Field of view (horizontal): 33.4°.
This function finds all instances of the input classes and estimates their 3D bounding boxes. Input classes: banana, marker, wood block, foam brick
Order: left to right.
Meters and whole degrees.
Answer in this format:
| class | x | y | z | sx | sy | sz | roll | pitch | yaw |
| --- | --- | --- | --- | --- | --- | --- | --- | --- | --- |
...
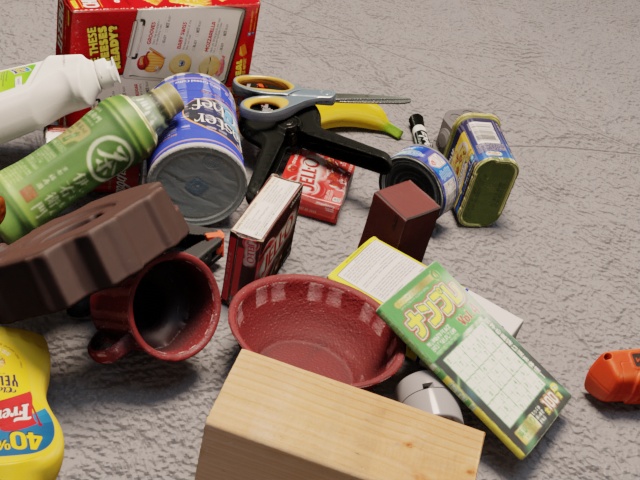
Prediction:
| class | x | y | z | sx | sy | sz | roll | pitch | yaw |
| --- | --- | --- | --- | --- | --- | --- | --- | --- | --- |
| banana | 0.005 | -0.142 | 1.278 | 0.197 | 0.037 | 0.070 | -12 | 45 | -28 |
| wood block | 0.014 | 0.175 | 0.844 | 0.206 | 0.091 | 0.090 | 18 | 38 | 6 |
| foam brick | 0.081 | -0.013 | 1.108 | 0.051 | 0.078 | 0.053 | -20 | 51 | -36 |
| marker | 0.124 | -0.117 | 1.297 | 0.020 | 0.020 | 0.121 | 5 | 39 | -10 |

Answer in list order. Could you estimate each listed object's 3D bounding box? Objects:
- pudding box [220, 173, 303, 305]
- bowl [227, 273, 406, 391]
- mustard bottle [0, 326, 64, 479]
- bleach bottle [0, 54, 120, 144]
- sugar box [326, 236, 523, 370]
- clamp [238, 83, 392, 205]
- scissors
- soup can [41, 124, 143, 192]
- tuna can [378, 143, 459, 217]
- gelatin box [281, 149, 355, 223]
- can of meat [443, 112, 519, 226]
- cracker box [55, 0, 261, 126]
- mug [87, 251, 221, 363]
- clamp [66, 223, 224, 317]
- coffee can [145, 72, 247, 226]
| class | x | y | z | sx | sy | sz | roll | pitch | yaw |
| --- | --- | --- | --- | --- | --- | --- | --- | --- | --- |
| pudding box | -0.057 | 0.001 | 1.039 | 0.039 | 0.090 | 0.113 | 19 | 38 | 8 |
| bowl | -0.008 | 0.098 | 0.953 | 0.162 | 0.055 | 0.162 | 11 | 31 | -7 |
| mustard bottle | -0.249 | 0.151 | 0.822 | 0.096 | 0.058 | 0.192 | 1 | 40 | -24 |
| bleach bottle | -0.326 | -0.132 | 1.075 | 0.250 | 0.068 | 0.102 | -17 | 38 | -4 |
| sugar box | 0.097 | 0.070 | 1.037 | 0.176 | 0.048 | 0.093 | 32 | 42 | 17 |
| clamp | -0.024 | -0.116 | 1.185 | 0.164 | 0.036 | 0.210 | -11 | 42 | -12 |
| scissors | -0.004 | -0.151 | 1.188 | 0.202 | 0.016 | 0.096 | 10 | 38 | 6 |
| soup can | -0.237 | -0.084 | 1.109 | 0.102 | 0.069 | 0.068 | 3 | 39 | -13 |
| tuna can | 0.106 | -0.060 | 1.167 | 0.086 | 0.086 | 0.033 | 32 | 43 | 22 |
| gelatin box | -0.006 | -0.062 | 1.181 | 0.073 | 0.030 | 0.089 | 16 | 38 | 4 |
| can of meat | 0.177 | -0.078 | 1.199 | 0.057 | 0.102 | 0.084 | 2 | 41 | -15 |
| cracker box | -0.185 | -0.204 | 1.196 | 0.213 | 0.164 | 0.072 | -8 | 42 | -26 |
| mug | -0.154 | 0.064 | 0.923 | 0.082 | 0.093 | 0.117 | 0 | 40 | 50 |
| clamp | -0.181 | 0.011 | 1.033 | 0.171 | 0.039 | 0.120 | -15 | 51 | -27 |
| coffee can | -0.134 | -0.098 | 1.128 | 0.102 | 0.103 | 0.140 | 3 | 39 | -13 |
